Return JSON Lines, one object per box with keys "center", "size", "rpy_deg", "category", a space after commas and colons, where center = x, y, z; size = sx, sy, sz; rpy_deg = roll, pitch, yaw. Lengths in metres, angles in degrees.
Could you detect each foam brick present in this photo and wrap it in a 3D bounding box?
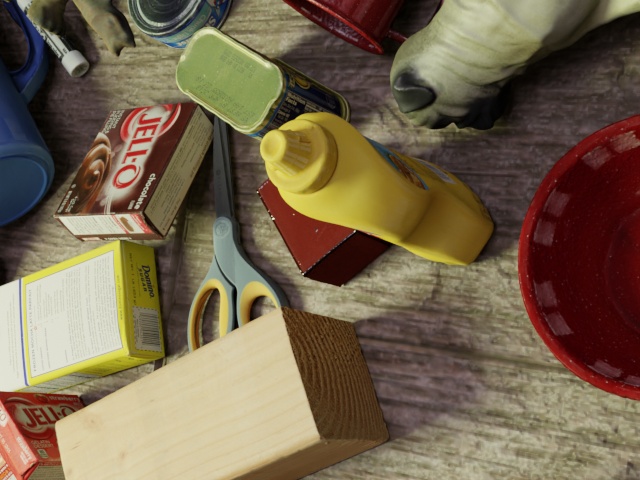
{"center": [0.002, -0.017, 0.736], "size": [0.051, 0.052, 0.078], "rpy_deg": [-40, 61, 20], "category": "foam brick"}

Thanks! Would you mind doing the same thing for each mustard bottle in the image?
{"center": [0.026, -0.034, 0.640], "size": [0.096, 0.191, 0.058], "rpy_deg": [39, 102, 32], "category": "mustard bottle"}

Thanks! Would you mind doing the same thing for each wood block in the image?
{"center": [-0.071, 0.131, 0.730], "size": [0.206, 0.090, 0.090], "rpy_deg": [-28, 66, 25], "category": "wood block"}

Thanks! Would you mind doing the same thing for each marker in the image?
{"center": [-0.243, -0.191, 0.935], "size": [0.020, 0.020, 0.121], "rpy_deg": [-45, 72, 17], "category": "marker"}

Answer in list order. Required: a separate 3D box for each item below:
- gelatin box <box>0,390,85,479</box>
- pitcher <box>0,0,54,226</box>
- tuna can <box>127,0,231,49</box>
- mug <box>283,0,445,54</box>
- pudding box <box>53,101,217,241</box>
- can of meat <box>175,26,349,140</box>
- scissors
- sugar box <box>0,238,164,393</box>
{"center": [-0.207, 0.150, 0.814], "size": [0.030, 0.089, 0.073], "rpy_deg": [-51, 58, 14], "category": "gelatin box"}
{"center": [-0.320, -0.133, 0.933], "size": [0.149, 0.144, 0.243], "rpy_deg": [-50, 62, 29], "category": "pitcher"}
{"center": [-0.114, -0.200, 0.859], "size": [0.086, 0.033, 0.086], "rpy_deg": [-7, 76, 32], "category": "tuna can"}
{"center": [0.035, -0.180, 0.735], "size": [0.117, 0.093, 0.081], "rpy_deg": [31, 93, 2], "category": "mug"}
{"center": [-0.141, -0.053, 0.820], "size": [0.090, 0.039, 0.113], "rpy_deg": [-2, 54, 33], "category": "pudding box"}
{"center": [-0.043, -0.104, 0.764], "size": [0.102, 0.083, 0.057], "rpy_deg": [35, 100, 33], "category": "can of meat"}
{"center": [-0.055, 0.001, 0.792], "size": [0.096, 0.016, 0.202], "rpy_deg": [5, 83, 32], "category": "scissors"}
{"center": [-0.207, 0.069, 0.859], "size": [0.177, 0.048, 0.093], "rpy_deg": [-19, 69, 32], "category": "sugar box"}
